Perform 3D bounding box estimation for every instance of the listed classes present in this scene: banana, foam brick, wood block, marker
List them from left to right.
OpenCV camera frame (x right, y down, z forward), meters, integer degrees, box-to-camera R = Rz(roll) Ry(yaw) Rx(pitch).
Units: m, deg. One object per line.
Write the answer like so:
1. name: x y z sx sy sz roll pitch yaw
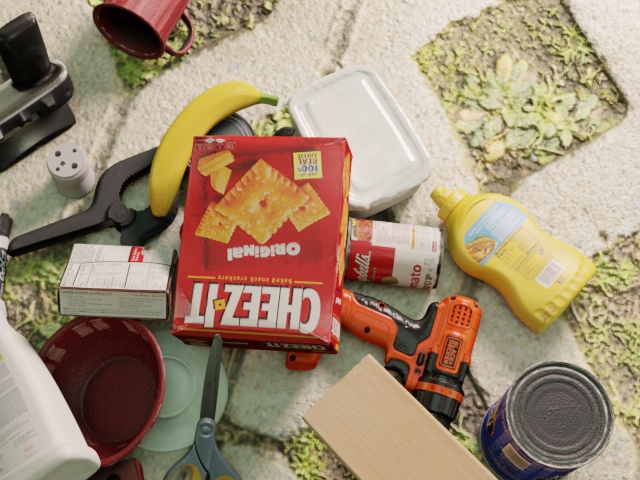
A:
1. marker: -0.350 0.027 1.157 0.020 0.020 0.121 2 69 -1
2. foam brick: -0.198 0.262 1.056 0.053 0.051 0.078 -13 71 -6
3. banana: -0.133 -0.114 1.170 0.070 0.037 0.197 39 73 12
4. wood block: 0.089 0.215 0.985 0.090 0.090 0.206 -43 59 -8

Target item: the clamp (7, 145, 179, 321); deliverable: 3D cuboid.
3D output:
1. clamp: -0.213 -0.014 1.168 0.164 0.036 0.209 39 73 6

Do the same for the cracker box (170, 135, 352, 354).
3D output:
1. cracker box: -0.057 0.001 1.086 0.164 0.072 0.213 2 76 10

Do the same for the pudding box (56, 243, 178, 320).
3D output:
1. pudding box: -0.205 0.042 1.088 0.113 0.039 0.090 1 30 -2

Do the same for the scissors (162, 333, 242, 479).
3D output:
1. scissors: -0.097 0.198 1.056 0.096 0.016 0.202 22 100 -9

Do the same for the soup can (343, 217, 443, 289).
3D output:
1. soup can: 0.077 0.014 1.150 0.102 0.068 0.068 7 69 0

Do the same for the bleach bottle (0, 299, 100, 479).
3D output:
1. bleach bottle: -0.310 0.140 1.055 0.102 0.068 0.251 -36 60 7

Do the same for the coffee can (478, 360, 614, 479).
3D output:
1. coffee can: 0.219 0.185 1.051 0.103 0.140 0.103 1 69 -2

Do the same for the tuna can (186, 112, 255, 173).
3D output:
1. tuna can: -0.115 -0.103 1.206 0.086 0.034 0.086 1 69 -2

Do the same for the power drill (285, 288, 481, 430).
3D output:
1. power drill: 0.062 0.126 1.115 0.187 0.057 0.184 18 72 3

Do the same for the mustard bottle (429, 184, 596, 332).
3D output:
1. mustard bottle: 0.197 0.005 1.162 0.192 0.058 0.096 41 74 12

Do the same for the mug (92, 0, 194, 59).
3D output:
1. mug: -0.195 -0.264 1.242 0.117 0.093 0.081 36 64 -22

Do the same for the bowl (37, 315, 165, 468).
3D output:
1. bowl: -0.217 0.155 1.079 0.162 0.055 0.162 -7 68 19
